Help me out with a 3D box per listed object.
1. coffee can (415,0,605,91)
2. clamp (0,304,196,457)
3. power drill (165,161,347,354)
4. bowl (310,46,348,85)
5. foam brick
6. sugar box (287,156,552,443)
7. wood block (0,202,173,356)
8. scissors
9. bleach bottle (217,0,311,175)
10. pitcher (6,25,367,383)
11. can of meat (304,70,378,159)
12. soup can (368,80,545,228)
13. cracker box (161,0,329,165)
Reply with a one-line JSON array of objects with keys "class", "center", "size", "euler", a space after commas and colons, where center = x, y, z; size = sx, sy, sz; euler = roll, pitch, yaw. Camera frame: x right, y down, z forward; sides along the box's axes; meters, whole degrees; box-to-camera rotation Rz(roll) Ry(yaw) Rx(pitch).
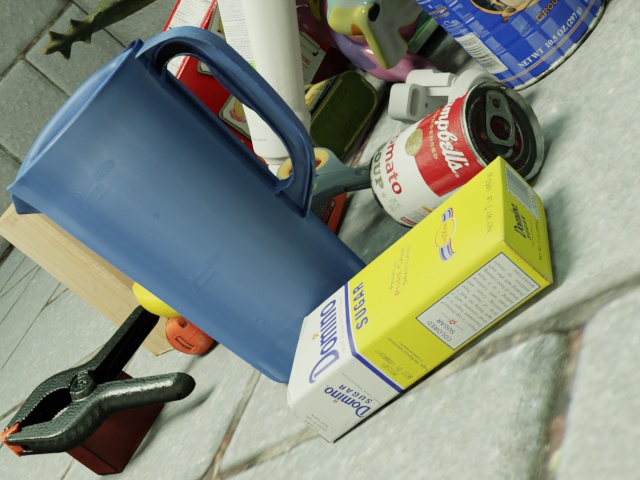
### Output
[{"class": "coffee can", "center": [0.125, -0.195, 0.788], "size": [0.103, 0.140, 0.103], "euler": [-44, 18, 17]}, {"class": "clamp", "center": [-0.192, 0.121, 0.911], "size": [0.171, 0.039, 0.120], "euler": [-25, 34, 1]}, {"class": "power drill", "center": [-0.056, 0.001, 0.967], "size": [0.188, 0.057, 0.184], "euler": [-38, 23, 39]}, {"class": "bowl", "center": [-0.017, -0.196, 1.293], "size": [0.162, 0.055, 0.162], "euler": [-44, 18, 17]}, {"class": "foam brick", "center": [-0.186, 0.162, 0.948], "size": [0.053, 0.051, 0.078], "euler": [-23, 30, 54]}, {"class": "sugar box", "center": [0.054, 0.036, 0.630], "size": [0.176, 0.048, 0.093], "euler": [-39, 20, 27]}, {"class": "wood block", "center": [-0.202, 0.010, 1.048], "size": [0.090, 0.206, 0.090], "euler": [-25, 29, 53]}, {"class": "scissors", "center": [0.032, -0.058, 0.837], "size": [0.202, 0.016, 0.096], "euler": [-18, 33, 23]}, {"class": "bleach bottle", "center": [-0.053, -0.178, 0.994], "size": [0.068, 0.251, 0.103], "euler": [-14, 14, -19]}, {"class": "pitcher", "center": [-0.074, -0.019, 0.730], "size": [0.145, 0.242, 0.149], "euler": [-56, 19, -23]}, {"class": "can of meat", "center": [0.002, -0.119, 1.077], "size": [0.102, 0.057, 0.084], "euler": [-57, 21, -23]}, {"class": "soup can", "center": [0.088, -0.054, 0.704], "size": [0.102, 0.068, 0.068], "euler": [-28, 27, 51]}, {"class": "cracker box", "center": [-0.081, -0.201, 1.114], "size": [0.072, 0.163, 0.214], "euler": [33, 99, 42]}]
